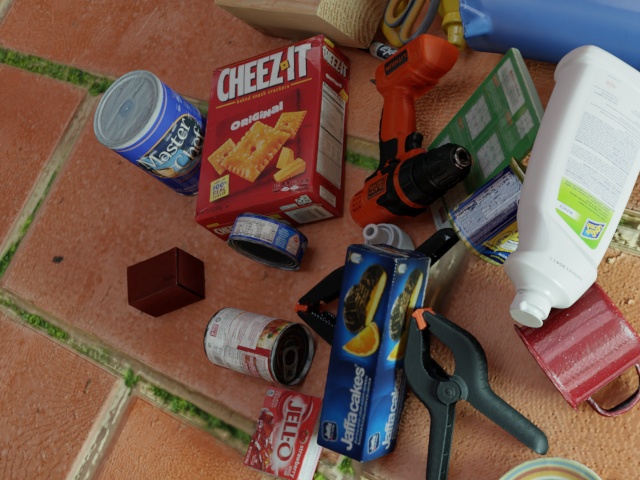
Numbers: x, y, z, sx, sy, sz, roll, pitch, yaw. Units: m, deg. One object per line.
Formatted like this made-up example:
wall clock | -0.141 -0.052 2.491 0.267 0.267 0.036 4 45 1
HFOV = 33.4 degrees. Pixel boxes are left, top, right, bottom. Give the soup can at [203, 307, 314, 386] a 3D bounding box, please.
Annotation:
soup can | -0.067 0.112 1.142 0.102 0.068 0.068 10 74 38

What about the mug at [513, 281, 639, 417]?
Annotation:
mug | 0.236 0.098 0.931 0.081 0.093 0.117 -37 82 9

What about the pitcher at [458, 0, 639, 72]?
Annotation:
pitcher | 0.272 -0.235 1.047 0.243 0.144 0.149 22 97 36

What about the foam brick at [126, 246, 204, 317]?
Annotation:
foam brick | -0.184 0.050 1.266 0.078 0.051 0.053 -21 58 26

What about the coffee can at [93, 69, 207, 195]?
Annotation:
coffee can | -0.191 -0.129 1.301 0.103 0.140 0.103 -16 60 28

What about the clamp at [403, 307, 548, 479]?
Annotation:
clamp | 0.119 0.148 0.987 0.120 0.039 0.171 -34 72 13

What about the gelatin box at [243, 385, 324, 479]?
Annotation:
gelatin box | -0.032 0.200 1.099 0.073 0.030 0.089 8 73 37

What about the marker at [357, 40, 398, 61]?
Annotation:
marker | 0.083 -0.212 1.229 0.121 0.020 0.020 34 89 41

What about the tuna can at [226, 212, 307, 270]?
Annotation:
tuna can | -0.058 0.001 1.179 0.086 0.086 0.033 8 71 37

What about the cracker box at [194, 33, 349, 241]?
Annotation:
cracker box | -0.056 -0.119 1.247 0.164 0.072 0.213 -12 61 30

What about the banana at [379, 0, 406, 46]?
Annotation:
banana | 0.101 -0.320 1.258 0.070 0.037 0.198 14 76 39

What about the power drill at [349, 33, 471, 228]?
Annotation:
power drill | 0.098 -0.116 1.106 0.185 0.057 0.187 -27 47 55

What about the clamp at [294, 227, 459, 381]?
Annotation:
clamp | 0.061 0.061 1.077 0.210 0.036 0.164 9 95 41

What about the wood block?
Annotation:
wood block | -0.021 -0.296 1.273 0.206 0.090 0.090 20 87 49

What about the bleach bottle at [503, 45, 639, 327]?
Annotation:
bleach bottle | 0.215 -0.043 0.928 0.250 0.102 0.068 -63 8 -22

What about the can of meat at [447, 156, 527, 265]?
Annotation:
can of meat | 0.178 -0.024 1.015 0.084 0.102 0.057 -39 64 16

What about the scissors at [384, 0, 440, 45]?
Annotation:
scissors | 0.126 -0.309 1.180 0.096 0.016 0.202 23 90 58
